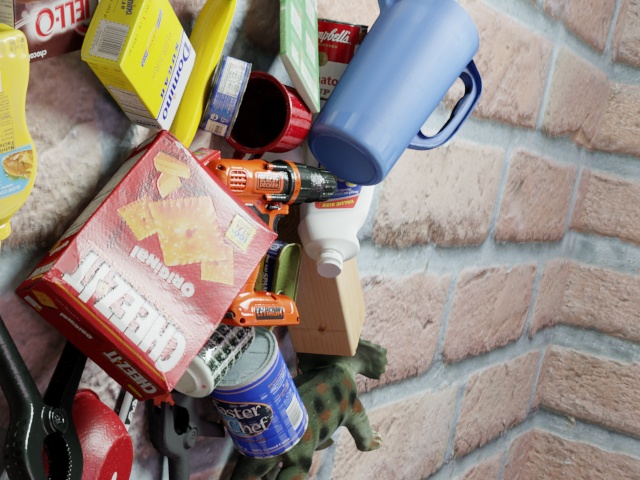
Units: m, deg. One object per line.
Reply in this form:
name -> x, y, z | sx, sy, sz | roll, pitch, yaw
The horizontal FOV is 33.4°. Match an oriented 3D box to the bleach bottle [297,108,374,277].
bleach bottle -> 0.026, -0.057, 1.339 | 0.068, 0.102, 0.250 | 108, -10, -48

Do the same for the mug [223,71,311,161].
mug -> -0.066, -0.133, 1.236 | 0.117, 0.093, 0.081 | -65, 161, 10

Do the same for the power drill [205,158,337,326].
power drill -> -0.058, 0.001, 1.206 | 0.184, 0.057, 0.188 | 1, 93, -41

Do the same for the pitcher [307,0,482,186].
pitcher -> 0.094, -0.180, 1.316 | 0.242, 0.149, 0.145 | -57, 155, -24

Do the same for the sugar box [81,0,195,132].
sugar box -> -0.166, -0.174, 1.002 | 0.176, 0.048, 0.093 | 59, 49, -74

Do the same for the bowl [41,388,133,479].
bowl -> -0.232, 0.233, 1.074 | 0.162, 0.055, 0.162 | 12, 90, -78

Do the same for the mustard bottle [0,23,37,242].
mustard bottle -> -0.277, -0.072, 0.857 | 0.096, 0.058, 0.192 | -21, 124, -38

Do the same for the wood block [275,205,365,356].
wood block -> -0.003, 0.052, 1.428 | 0.090, 0.091, 0.206 | -72, 159, -44

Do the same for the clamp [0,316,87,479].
clamp -> -0.250, 0.163, 0.981 | 0.164, 0.036, 0.210 | 17, 58, -67

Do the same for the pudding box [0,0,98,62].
pudding box -> -0.234, -0.203, 0.904 | 0.113, 0.039, 0.090 | -33, 132, -54

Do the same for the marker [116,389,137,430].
marker -> -0.212, 0.182, 1.170 | 0.020, 0.020, 0.121 | 30, 76, -64

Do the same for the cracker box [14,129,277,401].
cracker box -> -0.161, 0.021, 1.038 | 0.164, 0.072, 0.213 | 45, 54, -17

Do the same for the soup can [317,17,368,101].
soup can -> 0.021, -0.231, 1.377 | 0.068, 0.069, 0.102 | -11, 113, -62

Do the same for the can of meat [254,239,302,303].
can of meat -> -0.076, 0.045, 1.302 | 0.057, 0.084, 0.102 | -13, 114, -62

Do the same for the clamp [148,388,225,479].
clamp -> -0.161, 0.226, 1.277 | 0.120, 0.039, 0.171 | -63, 153, -46

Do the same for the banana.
banana -> -0.128, -0.181, 1.115 | 0.069, 0.037, 0.198 | -117, -135, -81

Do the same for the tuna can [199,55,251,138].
tuna can -> -0.103, -0.156, 1.156 | 0.086, 0.033, 0.086 | -163, -89, -81

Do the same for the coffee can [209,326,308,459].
coffee can -> -0.083, 0.186, 1.318 | 0.102, 0.103, 0.140 | -56, 140, -36
